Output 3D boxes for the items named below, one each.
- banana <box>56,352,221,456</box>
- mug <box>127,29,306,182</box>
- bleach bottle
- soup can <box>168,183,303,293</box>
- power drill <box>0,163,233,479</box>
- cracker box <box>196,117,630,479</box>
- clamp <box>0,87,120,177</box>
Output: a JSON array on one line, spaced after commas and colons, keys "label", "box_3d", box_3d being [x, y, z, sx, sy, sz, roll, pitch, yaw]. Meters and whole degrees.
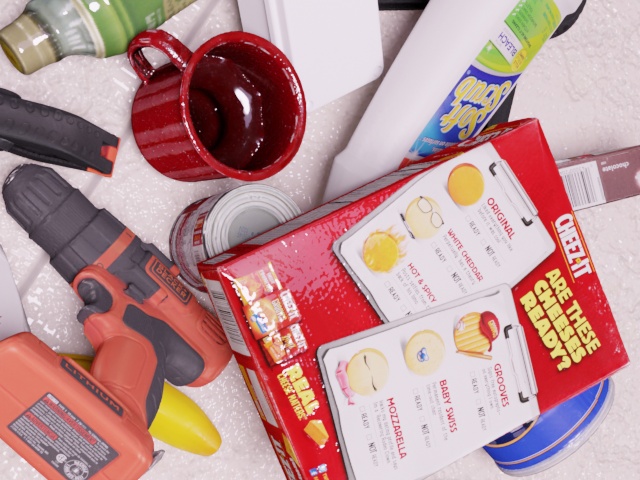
[{"label": "banana", "box_3d": [-0.158, 0.105, 0.682, 0.197, 0.037, 0.070, 2, 105, -18]}, {"label": "mug", "box_3d": [-0.077, -0.088, 0.682, 0.117, 0.082, 0.093, 42, 64, -27]}, {"label": "bleach bottle", "box_3d": [0.077, -0.089, 0.727, 0.251, 0.068, 0.102, -57, 149, 3]}, {"label": "soup can", "box_3d": [-0.054, 0.001, 0.686, 0.068, 0.102, 0.068, 1, 87, -19]}, {"label": "power drill", "box_3d": [-0.136, 0.048, 0.620, 0.184, 0.187, 0.057, 44, 113, -12]}, {"label": "cracker box", "box_3d": [0.055, 0.044, 0.631, 0.213, 0.072, 0.164, -26, 100, -17]}, {"label": "clamp", "box_3d": [-0.198, -0.075, 0.635, 0.171, 0.120, 0.039, 13, 89, -22]}]
